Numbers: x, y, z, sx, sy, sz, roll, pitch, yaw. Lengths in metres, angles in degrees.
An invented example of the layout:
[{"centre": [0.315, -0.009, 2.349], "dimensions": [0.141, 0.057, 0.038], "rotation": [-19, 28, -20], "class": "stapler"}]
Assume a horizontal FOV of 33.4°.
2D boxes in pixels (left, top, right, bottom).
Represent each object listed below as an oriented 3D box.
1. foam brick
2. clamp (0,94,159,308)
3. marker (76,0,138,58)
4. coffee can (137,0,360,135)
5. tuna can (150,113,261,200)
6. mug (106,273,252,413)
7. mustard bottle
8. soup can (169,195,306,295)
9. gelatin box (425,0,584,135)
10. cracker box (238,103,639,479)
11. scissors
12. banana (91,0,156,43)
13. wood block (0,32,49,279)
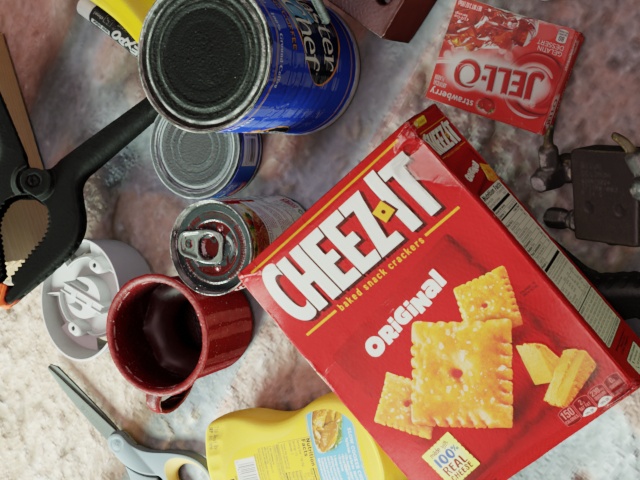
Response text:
[{"centre": [0.038, -0.182, 0.755], "dimensions": [0.078, 0.051, 0.053], "rotation": [38, 110, 18], "class": "foam brick"}, {"centre": [-0.214, -0.048, 0.845], "dimensions": [0.164, 0.036, 0.210], "rotation": [8, 82, -4], "class": "clamp"}, {"centre": [-0.151, -0.161, 0.869], "dimensions": [0.121, 0.020, 0.020], "rotation": [39, 110, 18], "class": "marker"}, {"centre": [-0.046, -0.126, 0.752], "dimensions": [0.103, 0.140, 0.103], "rotation": [3, 96, 26], "class": "coffee can"}, {"centre": [-0.091, -0.074, 0.839], "dimensions": [0.086, 0.033, 0.086], "rotation": [3, 96, 26], "class": "tuna can"}, {"centre": [-0.108, 0.079, 0.834], "dimensions": [0.093, 0.081, 0.117], "rotation": [16, 101, 24], "class": "mug"}, {"centre": [0.010, 0.162, 0.796], "dimensions": [0.192, 0.058, 0.096], "rotation": [-16, 89, 27], "class": "mustard bottle"}, {"centre": [-0.055, 0.001, 0.789], "dimensions": [0.069, 0.102, 0.068], "rotation": [3, 96, 26], "class": "soup can"}, {"centre": [0.125, -0.119, 0.729], "dimensions": [0.089, 0.030, 0.073], "rotation": [23, 105, 23], "class": "gelatin box"}, {"centre": [0.076, 0.048, 0.684], "dimensions": [0.164, 0.072, 0.214], "rotation": [-42, 88, 26], "class": "cracker box"}, {"centre": [-0.152, 0.168, 0.902], "dimensions": [0.096, 0.016, 0.202], "rotation": [-37, 78, 23], "class": "scissors"}, {"centre": [-0.171, -0.193, 0.852], "dimensions": [0.198, 0.069, 0.037], "rotation": [33, 140, 13], "class": "banana"}, {"centre": [-0.304, -0.069, 0.914], "dimensions": [0.090, 0.090, 0.206], "rotation": [-20, 86, 26], "class": "wood block"}]
